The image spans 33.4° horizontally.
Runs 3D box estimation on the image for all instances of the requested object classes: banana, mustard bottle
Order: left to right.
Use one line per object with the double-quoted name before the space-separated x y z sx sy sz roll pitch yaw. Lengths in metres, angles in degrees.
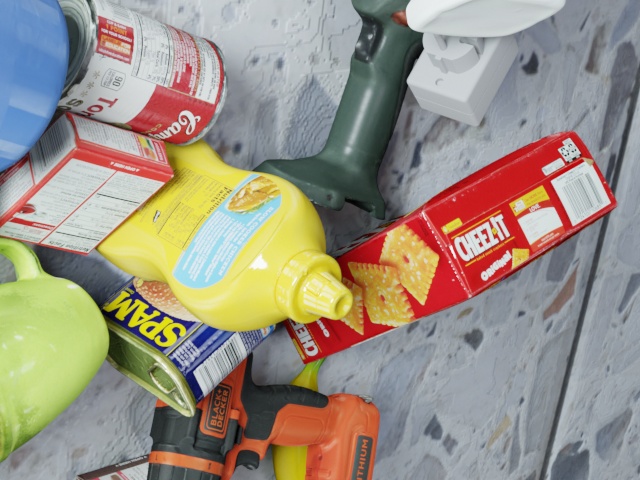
"mustard bottle" -0.054 0.001 0.635 0.096 0.192 0.058 -51 139 -14
"banana" -0.010 0.189 0.907 0.069 0.037 0.198 -26 128 -34

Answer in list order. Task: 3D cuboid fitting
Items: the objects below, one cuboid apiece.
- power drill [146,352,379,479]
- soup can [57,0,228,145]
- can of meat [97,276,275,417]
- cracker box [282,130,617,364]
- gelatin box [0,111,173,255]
"power drill" -0.042 0.163 0.781 0.187 0.057 0.184 25 69 -41
"soup can" -0.112 -0.099 0.615 0.102 0.069 0.068 13 100 -49
"can of meat" -0.091 0.054 0.697 0.083 0.102 0.057 -42 136 -26
"cracker box" 0.082 0.007 0.781 0.163 0.214 0.072 -28 89 -35
"gelatin box" -0.142 -0.031 0.619 0.089 0.030 0.073 -37 149 28
